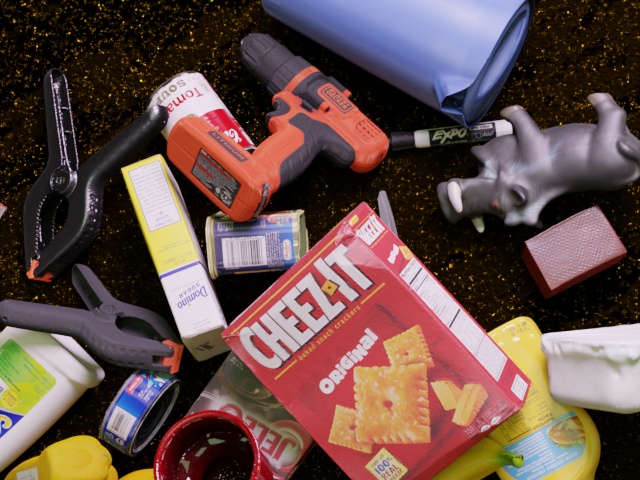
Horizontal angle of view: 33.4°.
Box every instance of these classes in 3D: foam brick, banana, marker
[{"bbox_3d":[0.230,0.011,0.978,0.078,0.051,0.053,-27,76,1],"label":"foam brick"},{"bbox_3d":[0.099,0.237,0.942,0.037,0.069,0.198,35,106,-12],"label":"banana"},{"bbox_3d":[0.123,-0.101,1.030,0.121,0.020,0.020,-6,79,7],"label":"marker"}]

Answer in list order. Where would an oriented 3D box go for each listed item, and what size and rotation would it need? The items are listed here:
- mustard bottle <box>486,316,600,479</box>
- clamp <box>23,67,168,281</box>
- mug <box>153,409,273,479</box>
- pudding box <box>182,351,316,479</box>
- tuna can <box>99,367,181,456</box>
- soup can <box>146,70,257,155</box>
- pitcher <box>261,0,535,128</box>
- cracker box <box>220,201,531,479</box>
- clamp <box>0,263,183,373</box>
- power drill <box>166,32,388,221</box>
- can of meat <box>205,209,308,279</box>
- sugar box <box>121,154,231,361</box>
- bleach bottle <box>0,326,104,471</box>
[{"bbox_3d":[0.192,0.170,0.948,0.096,0.058,0.192,-31,77,11],"label":"mustard bottle"},{"bbox_3d":[-0.233,-0.058,1.039,0.165,0.036,0.210,14,88,33],"label":"clamp"},{"bbox_3d":[-0.095,0.211,0.918,0.093,0.081,0.117,37,76,26],"label":"mug"},{"bbox_3d":[-0.058,0.166,0.992,0.113,0.039,0.090,35,86,13],"label":"pudding box"},{"bbox_3d":[-0.165,0.155,0.985,0.034,0.086,0.086,30,84,10],"label":"tuna can"},{"bbox_3d":[-0.115,-0.106,1.037,0.068,0.068,0.102,-36,76,-1],"label":"soup can"},{"bbox_3d":[0.074,-0.221,1.013,0.243,0.149,0.145,29,99,15],"label":"pitcher"},{"bbox_3d":[0.046,0.102,0.912,0.213,0.072,0.164,47,114,0],"label":"cracker box"},{"bbox_3d":[-0.207,0.078,0.978,0.172,0.120,0.039,26,124,28],"label":"clamp"},{"bbox_3d":[-0.051,-0.109,0.988,0.184,0.057,0.187,42,48,15],"label":"power drill"},{"bbox_3d":[-0.057,0.001,0.992,0.084,0.102,0.057,-4,95,4],"label":"can of meat"},{"bbox_3d":[-0.132,0.018,0.993,0.048,0.093,0.176,-19,71,-3],"label":"sugar box"},{"bbox_3d":[-0.326,0.188,1.013,0.102,0.068,0.251,41,89,13],"label":"bleach bottle"}]
